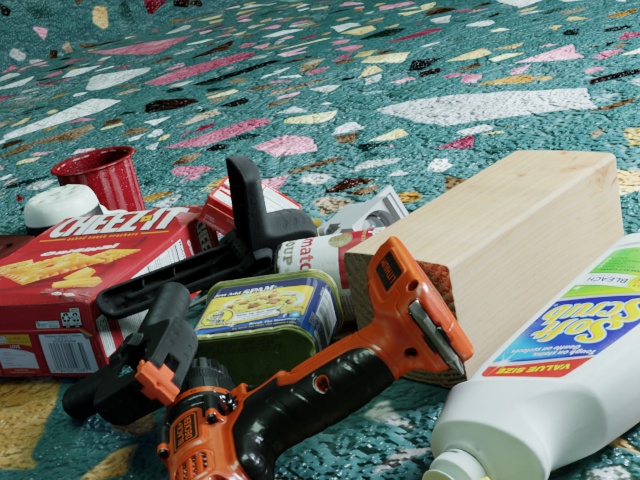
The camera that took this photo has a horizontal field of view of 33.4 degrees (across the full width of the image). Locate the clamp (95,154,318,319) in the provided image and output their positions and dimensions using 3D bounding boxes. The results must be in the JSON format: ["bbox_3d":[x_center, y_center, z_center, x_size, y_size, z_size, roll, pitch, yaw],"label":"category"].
[{"bbox_3d":[-0.055,0.001,0.832,0.165,0.036,0.209,-46,-26,26],"label":"clamp"}]

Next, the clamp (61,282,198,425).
[{"bbox_3d":[-0.113,0.073,0.702,0.120,0.039,0.172,-56,19,-17],"label":"clamp"}]

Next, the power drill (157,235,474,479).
[{"bbox_3d":[-0.012,0.078,0.624,0.188,0.057,0.184,-38,20,4],"label":"power drill"}]

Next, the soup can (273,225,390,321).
[{"bbox_3d":[0.023,0.027,0.808,0.102,0.068,0.068,-8,20,14],"label":"soup can"}]

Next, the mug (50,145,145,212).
[{"bbox_3d":[-0.240,-0.054,1.178,0.093,0.081,0.117,-14,20,-4],"label":"mug"}]

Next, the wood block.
[{"bbox_3d":[0.122,0.012,0.751,0.090,0.091,0.205,7,28,44],"label":"wood block"}]

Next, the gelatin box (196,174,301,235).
[{"bbox_3d":[-0.063,-0.025,0.956,0.073,0.030,0.089,31,25,-1],"label":"gelatin box"}]

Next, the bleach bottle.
[{"bbox_3d":[0.151,0.076,0.604,0.103,0.068,0.250,7,30,45],"label":"bleach bottle"}]

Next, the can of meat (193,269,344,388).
[{"bbox_3d":[-0.041,0.068,0.753,0.102,0.057,0.084,-8,22,14],"label":"can of meat"}]

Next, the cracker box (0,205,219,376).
[{"bbox_3d":[-0.203,0.039,0.912,0.164,0.072,0.213,-4,21,23],"label":"cracker box"}]
